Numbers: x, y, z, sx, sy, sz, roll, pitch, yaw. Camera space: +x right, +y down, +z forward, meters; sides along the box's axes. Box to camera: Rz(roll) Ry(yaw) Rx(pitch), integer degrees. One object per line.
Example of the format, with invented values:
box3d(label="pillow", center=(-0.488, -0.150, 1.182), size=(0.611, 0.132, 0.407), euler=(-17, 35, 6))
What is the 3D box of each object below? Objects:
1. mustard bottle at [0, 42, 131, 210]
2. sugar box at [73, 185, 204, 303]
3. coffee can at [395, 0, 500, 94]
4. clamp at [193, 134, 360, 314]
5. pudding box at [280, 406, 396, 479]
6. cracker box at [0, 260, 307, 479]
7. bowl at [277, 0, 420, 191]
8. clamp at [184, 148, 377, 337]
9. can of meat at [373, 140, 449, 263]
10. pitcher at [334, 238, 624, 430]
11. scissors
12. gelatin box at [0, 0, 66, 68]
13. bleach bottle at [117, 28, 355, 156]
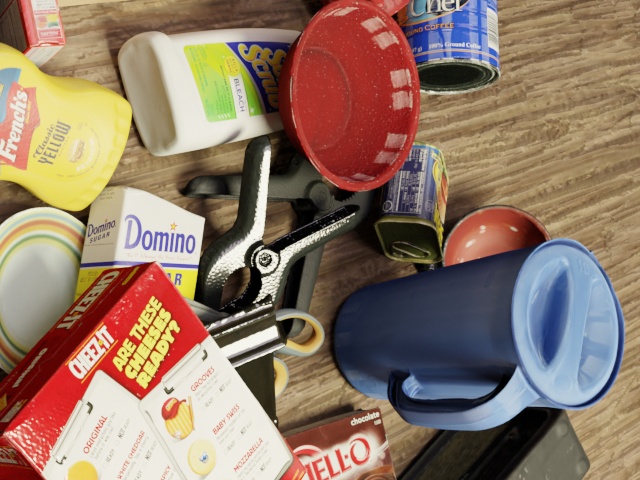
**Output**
box3d(label="mustard bottle", center=(-0.225, -0.087, 0.745), size=(0.191, 0.058, 0.096), euler=(20, 102, -53))
box3d(label="sugar box", center=(-0.143, 0.054, 0.822), size=(0.093, 0.048, 0.176), euler=(24, 69, -51))
box3d(label="coffee can", center=(0.125, -0.227, 1.058), size=(0.102, 0.103, 0.140), euler=(7, 78, -37))
box3d(label="clamp", center=(-0.056, 0.001, 0.878), size=(0.120, 0.039, 0.171), euler=(44, 80, -22))
box3d(label="pudding box", center=(0.011, 0.202, 0.931), size=(0.113, 0.039, 0.090), euler=(-11, 88, -39))
box3d(label="cracker box", center=(-0.121, 0.148, 0.743), size=(0.213, 0.072, 0.164), euler=(57, 47, -24))
box3d(label="bowl", center=(0.015, -0.123, 0.912), size=(0.161, 0.055, 0.162), euler=(-3, 95, -45))
box3d(label="clamp", center=(-0.007, -0.025, 0.960), size=(0.209, 0.036, 0.164), euler=(-35, 105, -33))
box3d(label="can of meat", center=(0.088, -0.035, 1.002), size=(0.102, 0.057, 0.084), euler=(62, 34, -65))
box3d(label="pitcher", center=(0.117, 0.086, 0.905), size=(0.149, 0.243, 0.145), euler=(5, 79, -37))
box3d(label="scissors", center=(-0.079, 0.086, 0.859), size=(0.201, 0.016, 0.096), euler=(9, 108, -43))
box3d(label="gelatin box", center=(-0.218, -0.167, 0.786), size=(0.030, 0.089, 0.073), euler=(-11, 89, -29))
box3d(label="bleach bottle", center=(-0.049, -0.146, 0.934), size=(0.250, 0.068, 0.102), euler=(-20, 97, -41))
